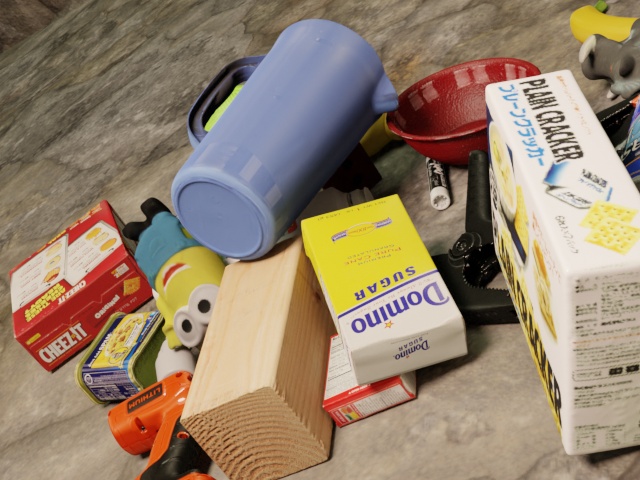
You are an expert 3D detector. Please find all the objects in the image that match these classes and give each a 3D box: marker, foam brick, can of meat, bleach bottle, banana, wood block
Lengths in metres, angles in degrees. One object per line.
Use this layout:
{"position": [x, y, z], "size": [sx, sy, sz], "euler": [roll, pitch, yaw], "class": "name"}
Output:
{"position": [0.118, -0.069, 1.091], "size": [0.020, 0.020, 0.121], "euler": [-27, 27, 17], "class": "marker"}
{"position": [0.019, -0.086, 1.171], "size": [0.053, 0.078, 0.051], "euler": [-42, 25, -12], "class": "foam brick"}
{"position": [-0.191, 0.119, 1.106], "size": [0.084, 0.057, 0.102], "euler": [-10, 37, 38], "class": "can of meat"}
{"position": [-0.057, 0.001, 1.135], "size": [0.251, 0.068, 0.102], "euler": [-24, 34, 18], "class": "bleach bottle"}
{"position": [0.308, -0.220, 1.094], "size": [0.069, 0.037, 0.198], "euler": [-37, 26, -1], "class": "banana"}
{"position": [-0.041, 0.099, 0.920], "size": [0.090, 0.090, 0.206], "euler": [-24, 28, 22], "class": "wood block"}

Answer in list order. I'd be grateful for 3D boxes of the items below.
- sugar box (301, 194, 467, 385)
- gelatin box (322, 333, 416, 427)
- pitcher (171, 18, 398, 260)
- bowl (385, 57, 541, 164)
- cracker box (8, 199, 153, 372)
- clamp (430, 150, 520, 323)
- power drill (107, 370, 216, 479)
{"position": [0.049, 0.035, 0.881], "size": [0.093, 0.048, 0.176], "euler": [-17, 36, -5], "class": "sugar box"}
{"position": [0.042, 0.104, 0.882], "size": [0.073, 0.030, 0.089], "euler": [-25, 29, 22], "class": "gelatin box"}
{"position": [-0.048, -0.098, 1.024], "size": [0.149, 0.145, 0.242], "euler": [-27, 21, 47], "class": "pitcher"}
{"position": [0.150, -0.124, 1.082], "size": [0.162, 0.055, 0.162], "euler": [-16, 30, 10], "class": "bowl"}
{"position": [-0.301, 0.052, 1.332], "size": [0.164, 0.072, 0.214], "euler": [-37, 27, -2], "class": "cracker box"}
{"position": [0.134, 0.005, 0.909], "size": [0.164, 0.036, 0.210], "euler": [-53, 29, -2], "class": "clamp"}
{"position": [-0.156, 0.210, 0.918], "size": [0.184, 0.057, 0.187], "euler": [-28, 29, 15], "class": "power drill"}
